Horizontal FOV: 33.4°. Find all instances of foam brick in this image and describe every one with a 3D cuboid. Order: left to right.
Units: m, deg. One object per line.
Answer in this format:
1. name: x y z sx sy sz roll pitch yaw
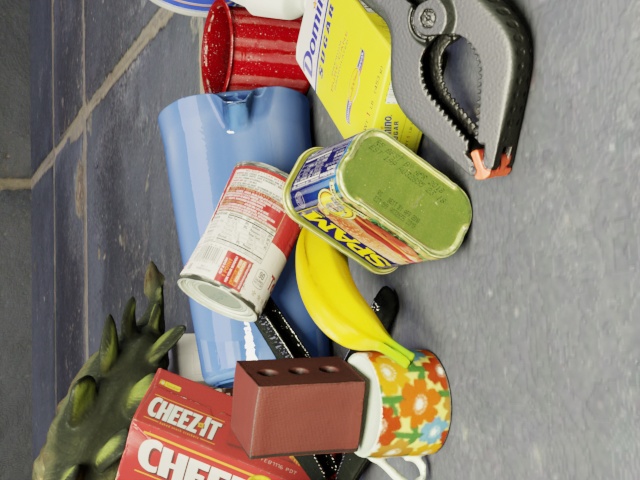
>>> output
1. foam brick: -0.016 0.111 0.717 0.053 0.078 0.051 -145 57 -64

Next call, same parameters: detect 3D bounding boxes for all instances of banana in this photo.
1. banana: 0.013 0.022 0.757 0.037 0.069 0.198 -49 27 21

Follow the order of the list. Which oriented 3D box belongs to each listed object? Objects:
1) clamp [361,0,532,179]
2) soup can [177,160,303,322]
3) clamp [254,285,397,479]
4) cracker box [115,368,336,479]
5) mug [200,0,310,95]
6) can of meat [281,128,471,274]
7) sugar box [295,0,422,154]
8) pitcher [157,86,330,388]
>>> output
1. clamp: 0.079 -0.141 0.636 0.165 0.036 0.210 -30 79 40
2. soup can: -0.055 0.001 0.796 0.102 0.068 0.069 -65 15 -20
3. clamp: -0.003 0.112 0.811 0.120 0.039 0.171 8 99 30
4. cracker box: -0.095 0.230 0.923 0.072 0.164 0.214 -68 -2 -50
5. mug: -0.060 -0.161 0.963 0.117 0.081 0.093 139 128 -61
6. can of meat: 0.038 -0.025 0.700 0.057 0.102 0.084 -62 19 -18
7. sugar box: 0.030 -0.136 0.792 0.176 0.048 0.093 -120 37 -50
8. pitcher: -0.060 0.001 0.920 0.145 0.149 0.243 -17 75 38
